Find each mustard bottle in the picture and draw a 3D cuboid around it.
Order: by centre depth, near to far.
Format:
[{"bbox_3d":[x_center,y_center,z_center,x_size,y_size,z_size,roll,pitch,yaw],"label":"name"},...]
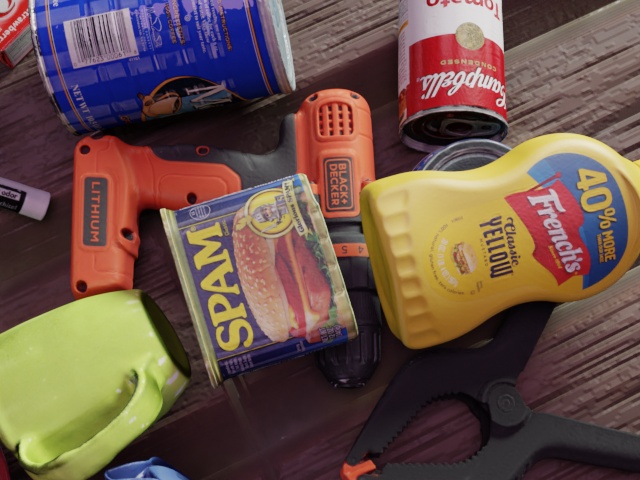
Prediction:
[{"bbox_3d":[0.124,-0.009,0.607,0.191,0.058,0.096,-16,101,-8],"label":"mustard bottle"}]

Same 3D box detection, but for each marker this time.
[{"bbox_3d":[-0.227,-0.040,0.657,0.121,0.020,0.020,19,71,-23],"label":"marker"}]

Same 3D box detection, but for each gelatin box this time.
[{"bbox_3d":[-0.207,-0.172,0.721,0.073,0.030,0.089,39,77,12],"label":"gelatin box"}]

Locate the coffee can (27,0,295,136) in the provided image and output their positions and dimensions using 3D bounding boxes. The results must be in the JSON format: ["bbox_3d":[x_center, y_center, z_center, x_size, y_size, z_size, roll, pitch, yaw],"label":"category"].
[{"bbox_3d":[-0.094,-0.128,0.659,0.140,0.103,0.103,-11,72,5],"label":"coffee can"}]

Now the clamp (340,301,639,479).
[{"bbox_3d":[0.106,0.087,0.629,0.210,0.036,0.164,-16,72,-7],"label":"clamp"}]

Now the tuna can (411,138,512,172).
[{"bbox_3d":[0.093,-0.019,0.652,0.086,0.034,0.086,0,88,-6],"label":"tuna can"}]

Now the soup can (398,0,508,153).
[{"bbox_3d":[0.083,-0.114,0.677,0.068,0.068,0.102,1,72,1],"label":"soup can"}]

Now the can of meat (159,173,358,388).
[{"bbox_3d":[-0.034,0.021,0.590,0.084,0.057,0.102,-17,84,-5],"label":"can of meat"}]

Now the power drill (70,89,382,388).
[{"bbox_3d":[-0.054,0.001,0.651,0.187,0.057,0.184,-2,75,-1],"label":"power drill"}]
